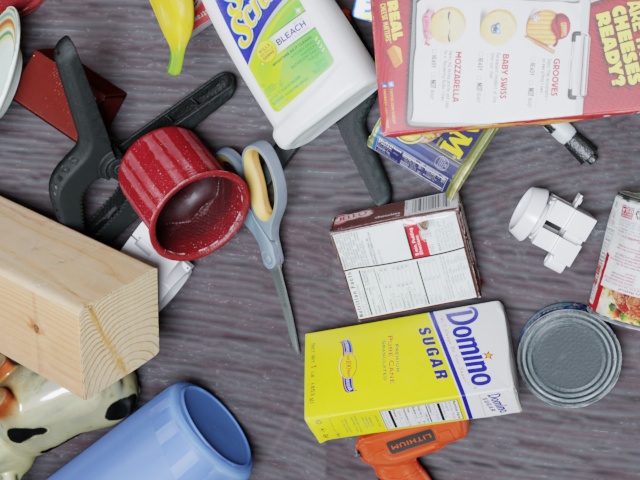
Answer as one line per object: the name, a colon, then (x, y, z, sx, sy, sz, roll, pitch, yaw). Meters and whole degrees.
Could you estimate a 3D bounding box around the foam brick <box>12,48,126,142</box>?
foam brick: (-0.223, -0.128, 0.944, 0.078, 0.053, 0.051, 34, 105, 4)

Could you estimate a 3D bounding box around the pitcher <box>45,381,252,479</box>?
pitcher: (-0.174, 0.246, 0.969, 0.243, 0.149, 0.145, -40, 75, 11)

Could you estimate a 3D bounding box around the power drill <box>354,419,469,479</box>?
power drill: (0.124, 0.233, 0.934, 0.184, 0.057, 0.187, -20, 95, 15)

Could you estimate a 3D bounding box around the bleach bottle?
bleach bottle: (-0.058, -0.203, 0.860, 0.103, 0.068, 0.251, -36, 85, 21)

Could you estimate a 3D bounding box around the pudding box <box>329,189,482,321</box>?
pudding box: (0.073, 0.014, 0.908, 0.114, 0.039, 0.090, -11, 115, 14)

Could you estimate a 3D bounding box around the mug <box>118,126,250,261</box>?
mug: (-0.114, -0.038, 0.912, 0.093, 0.117, 0.082, -43, 53, 3)

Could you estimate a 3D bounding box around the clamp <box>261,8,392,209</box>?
clamp: (-0.001, -0.109, 0.912, 0.120, 0.039, 0.171, -2, 102, 6)

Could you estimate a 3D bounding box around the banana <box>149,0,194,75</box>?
banana: (-0.154, -0.228, 0.886, 0.070, 0.037, 0.198, -44, 65, 19)

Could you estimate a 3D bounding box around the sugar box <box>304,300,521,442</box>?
sugar box: (0.075, 0.110, 0.905, 0.176, 0.093, 0.048, -13, 137, 14)

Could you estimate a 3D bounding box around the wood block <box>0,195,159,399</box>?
wood block: (-0.245, 0.042, 0.912, 0.206, 0.090, 0.091, 23, 125, 28)

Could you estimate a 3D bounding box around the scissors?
scissors: (-0.056, 0.001, 0.946, 0.096, 0.016, 0.202, 25, 130, 40)

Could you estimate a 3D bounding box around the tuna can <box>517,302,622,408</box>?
tuna can: (0.211, 0.096, 0.907, 0.086, 0.033, 0.086, 2, 100, 11)

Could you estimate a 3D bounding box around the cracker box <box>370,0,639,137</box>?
cracker box: (0.146, -0.166, 0.783, 0.214, 0.072, 0.164, -5, 94, 10)

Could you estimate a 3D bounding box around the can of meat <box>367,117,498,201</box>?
can of meat: (0.099, -0.097, 0.870, 0.084, 0.057, 0.102, 32, 73, 8)

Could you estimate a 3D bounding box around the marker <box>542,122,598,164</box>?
marker: (0.184, -0.107, 0.885, 0.121, 0.020, 0.020, 44, 104, 1)

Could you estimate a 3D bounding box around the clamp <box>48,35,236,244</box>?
clamp: (-0.185, -0.076, 0.917, 0.210, 0.164, 0.036, -57, 42, 21)
